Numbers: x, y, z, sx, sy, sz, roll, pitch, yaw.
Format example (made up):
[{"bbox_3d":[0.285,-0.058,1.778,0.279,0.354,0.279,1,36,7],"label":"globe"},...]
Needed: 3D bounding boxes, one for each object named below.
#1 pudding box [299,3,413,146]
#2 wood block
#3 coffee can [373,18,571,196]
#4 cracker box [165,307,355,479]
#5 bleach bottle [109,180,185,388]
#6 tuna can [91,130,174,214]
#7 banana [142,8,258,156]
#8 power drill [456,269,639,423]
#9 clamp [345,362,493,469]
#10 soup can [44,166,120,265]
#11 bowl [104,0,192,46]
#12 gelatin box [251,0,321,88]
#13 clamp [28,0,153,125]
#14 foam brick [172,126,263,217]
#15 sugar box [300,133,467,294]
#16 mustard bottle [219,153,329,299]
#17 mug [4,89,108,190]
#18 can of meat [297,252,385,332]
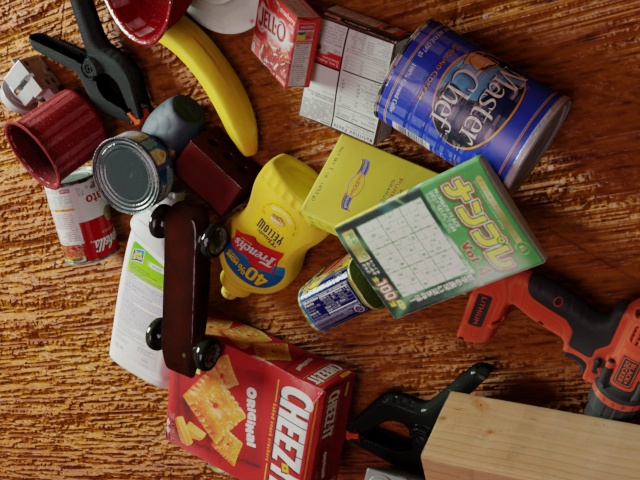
[{"bbox_3d":[0.032,-0.158,1.023,0.090,0.039,0.114,24,126,20],"label":"pudding box"},{"bbox_3d":[0.212,0.221,1.016,0.206,0.090,0.091,7,131,27],"label":"wood block"},{"bbox_3d":[0.133,-0.116,0.938,0.140,0.102,0.103,34,127,14],"label":"coffee can"},{"bbox_3d":[-0.077,0.192,1.228,0.214,0.071,0.164,21,115,29],"label":"cracker box"},{"bbox_3d":[-0.185,0.047,1.251,0.103,0.068,0.251,26,123,18],"label":"bleach bottle"},{"bbox_3d":[-0.199,-0.073,1.138,0.086,0.033,0.086,11,116,24],"label":"tuna can"},{"bbox_3d":[-0.123,-0.177,1.116,0.198,0.037,0.070,48,147,4],"label":"banana"},{"bbox_3d":[0.228,0.099,1.018,0.188,0.057,0.185,26,129,17],"label":"power drill"},{"bbox_3d":[0.117,0.197,1.150,0.210,0.036,0.164,2,115,34],"label":"clamp"},{"bbox_3d":[-0.284,-0.030,1.270,0.069,0.068,0.102,2,114,32],"label":"soup can"},{"bbox_3d":[-0.166,-0.278,1.057,0.162,0.055,0.162,33,132,45],"label":"bowl"},{"bbox_3d":[-0.035,-0.198,1.023,0.089,0.030,0.073,54,141,44],"label":"gelatin box"},{"bbox_3d":[-0.255,-0.195,1.187,0.120,0.039,0.171,-25,99,48],"label":"clamp"},{"bbox_3d":[-0.109,-0.075,1.146,0.078,0.052,0.051,42,129,6],"label":"foam brick"},{"bbox_3d":[0.079,-0.027,1.025,0.176,0.093,0.048,23,169,22],"label":"sugar box"},{"bbox_3d":[-0.058,0.002,1.148,0.096,0.058,0.192,42,129,4],"label":"mustard bottle"},{"bbox_3d":[-0.304,-0.119,1.219,0.117,0.081,0.093,10,134,50],"label":"mug"},{"bbox_3d":[0.036,0.043,1.083,0.084,0.101,0.057,-29,97,41],"label":"can of meat"}]
